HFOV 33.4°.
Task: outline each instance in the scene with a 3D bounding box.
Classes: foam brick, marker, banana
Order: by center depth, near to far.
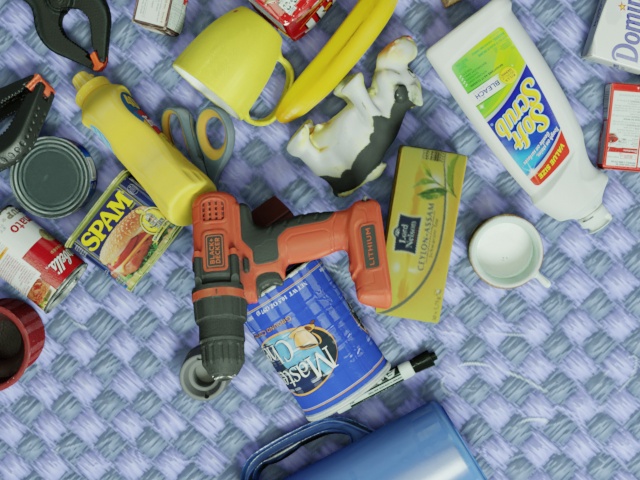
[{"bbox_3d":[0.025,-0.195,1.072,0.037,0.070,0.198,37,90,-10],"label":"banana"},{"bbox_3d":[-0.057,0.001,1.098,0.078,0.053,0.051,-36,118,-3],"label":"foam brick"},{"bbox_3d":[0.069,0.149,1.135,0.121,0.020,0.020,-28,94,5],"label":"marker"}]

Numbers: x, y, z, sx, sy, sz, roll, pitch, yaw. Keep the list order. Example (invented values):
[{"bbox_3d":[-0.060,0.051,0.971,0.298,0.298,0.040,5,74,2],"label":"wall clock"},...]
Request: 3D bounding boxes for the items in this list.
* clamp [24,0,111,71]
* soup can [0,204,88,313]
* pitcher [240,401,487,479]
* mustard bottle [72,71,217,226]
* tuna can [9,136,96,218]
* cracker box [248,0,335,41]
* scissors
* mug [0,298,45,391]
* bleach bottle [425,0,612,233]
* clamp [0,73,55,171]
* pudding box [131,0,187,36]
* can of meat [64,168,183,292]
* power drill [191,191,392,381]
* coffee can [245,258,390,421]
[{"bbox_3d":[-0.262,-0.258,1.101,0.120,0.039,0.171,-37,99,10],"label":"clamp"},{"bbox_3d":[-0.304,0.019,1.114,0.102,0.068,0.068,39,96,-1],"label":"soup can"},{"bbox_3d":[0.039,0.261,1.102,0.243,0.145,0.149,-31,106,1],"label":"pitcher"},{"bbox_3d":[-0.187,-0.101,1.079,0.058,0.096,0.192,-44,76,1],"label":"mustard bottle"},{"bbox_3d":[-0.280,-0.067,1.122,0.086,0.033,0.086,0,96,2],"label":"tuna can"},{"bbox_3d":[0.003,-0.272,1.001,0.072,0.213,0.164,42,96,-4],"label":"cracker box"},{"bbox_3d":[-0.103,-0.053,1.107,0.096,0.016,0.202,-24,94,36],"label":"scissors"},{"bbox_3d":[-0.349,0.106,1.117,0.117,0.081,0.093,-5,95,3],"label":"mug"},{"bbox_3d":[0.217,-0.119,1.080,0.103,0.068,0.251,-36,95,17],"label":"bleach bottle"},{"bbox_3d":[-0.364,-0.094,1.105,0.165,0.036,0.210,34,81,31],"label":"clamp"},{"bbox_3d":[-0.153,-0.265,1.070,0.039,0.090,0.113,12,96,0],"label":"pudding box"},{"bbox_3d":[-0.201,-0.009,1.113,0.084,0.057,0.102,38,95,-4],"label":"can of meat"},{"bbox_3d":[-0.029,0.035,1.007,0.187,0.057,0.184,-5,72,-1],"label":"power drill"},{"bbox_3d":[-0.008,0.098,1.092,0.103,0.103,0.140,-33,93,5],"label":"coffee can"}]
